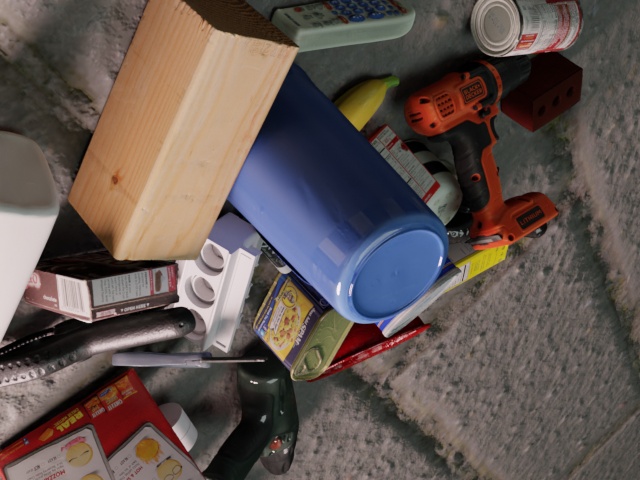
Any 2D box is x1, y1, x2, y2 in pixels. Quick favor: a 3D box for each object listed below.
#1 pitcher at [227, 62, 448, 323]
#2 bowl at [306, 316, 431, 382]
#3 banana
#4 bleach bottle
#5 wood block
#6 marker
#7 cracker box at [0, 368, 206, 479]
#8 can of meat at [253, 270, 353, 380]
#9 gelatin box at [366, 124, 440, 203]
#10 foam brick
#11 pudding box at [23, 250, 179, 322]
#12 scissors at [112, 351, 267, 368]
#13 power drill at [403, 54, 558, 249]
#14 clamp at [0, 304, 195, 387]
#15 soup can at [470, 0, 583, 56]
[{"bbox_3d":[-0.003,-0.034,0.905,0.145,0.243,0.149,-48,140,8],"label":"pitcher"},{"bbox_3d":[0.047,0.110,1.255,0.162,0.055,0.162,-23,170,-4],"label":"bowl"},{"bbox_3d":[0.009,-0.086,1.052,0.198,0.037,0.069,-52,146,10],"label":"banana"},{"bbox_3d":[-0.278,0.041,0.838,0.067,0.103,0.251,4,130,-36],"label":"bleach bottle"},{"bbox_3d":[-0.114,-0.093,0.861,0.090,0.091,0.206,1,126,-47],"label":"wood block"},{"bbox_3d":[-0.057,0.001,1.091,0.020,0.020,0.121,-44,147,-3],"label":"marker"},{"bbox_3d":[-0.194,0.255,1.029,0.164,0.214,0.072,-32,149,-14],"label":"cracker box"},{"bbox_3d":[-0.020,0.087,1.166,0.057,0.084,0.102,0,126,-48],"label":"can of meat"},{"bbox_3d":[0.071,-0.065,1.066,0.030,0.089,0.073,-38,-174,37],"label":"gelatin box"},{"bbox_3d":[0.251,-0.171,1.213,0.078,0.051,0.053,-34,145,-17],"label":"foam brick"},{"bbox_3d":[-0.187,0.036,0.903,0.089,0.114,0.039,-12,105,-41],"label":"pudding box"},{"bbox_3d":[-0.134,0.114,1.018,0.096,0.202,0.016,4,82,-26],"label":"scissors"},{"bbox_3d":[0.183,-0.098,1.127,0.184,0.057,0.187,-29,99,-34],"label":"power drill"},{"bbox_3d":[-0.210,0.088,0.932,0.209,0.165,0.036,-21,100,-19],"label":"clamp"},{"bbox_3d":[0.212,-0.225,1.097,0.102,0.069,0.069,-13,135,-39],"label":"soup can"}]
